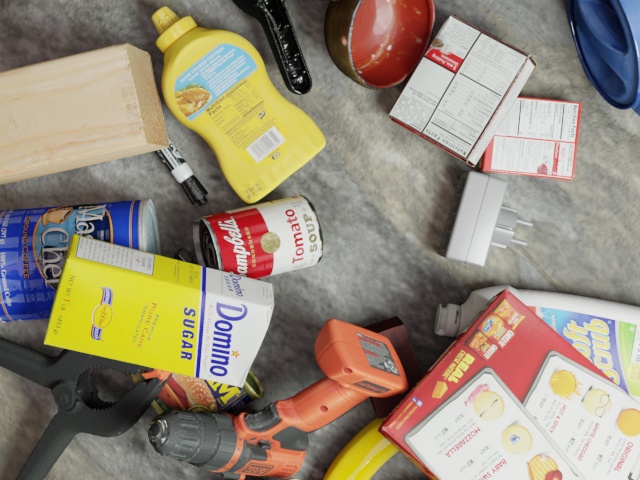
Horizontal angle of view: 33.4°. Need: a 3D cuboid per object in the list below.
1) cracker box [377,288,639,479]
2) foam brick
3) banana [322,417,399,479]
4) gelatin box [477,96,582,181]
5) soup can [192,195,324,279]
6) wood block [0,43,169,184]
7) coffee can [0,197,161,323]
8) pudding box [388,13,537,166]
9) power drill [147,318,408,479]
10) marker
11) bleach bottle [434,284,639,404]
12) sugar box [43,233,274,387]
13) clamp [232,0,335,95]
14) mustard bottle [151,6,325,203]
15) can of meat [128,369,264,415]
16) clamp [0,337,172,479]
[{"bbox_3d":[0.181,0.174,0.916,0.214,0.072,0.164,42,81,7],"label":"cracker box"},{"bbox_3d":[0.064,0.118,0.998,0.053,0.051,0.078,-18,94,-2],"label":"foam brick"},{"bbox_3d":[0.059,0.205,1.003,0.198,0.037,0.070,-34,78,-3],"label":"banana"},{"bbox_3d":[0.196,-0.096,1.001,0.089,0.030,0.073,5,91,-2],"label":"gelatin box"},{"bbox_3d":[-0.056,0.001,0.966,0.102,0.069,0.068,-13,94,-22],"label":"soup can"},{"bbox_3d":[-0.250,-0.105,0.945,0.206,0.091,0.090,-12,93,6],"label":"wood block"},{"bbox_3d":[-0.218,0.018,0.958,0.140,0.103,0.103,-4,93,-2],"label":"coffee can"},{"bbox_3d":[0.129,-0.138,0.975,0.090,0.039,0.113,33,98,19],"label":"pudding box"},{"bbox_3d":[-0.032,0.141,0.921,0.188,0.184,0.057,-36,57,23],"label":"power drill"},{"bbox_3d":[-0.143,-0.084,0.997,0.020,0.020,0.121,-35,93,0],"label":"marker"},{"bbox_3d":[0.231,0.102,0.998,0.251,0.068,0.102,9,91,0],"label":"bleach bottle"},{"bbox_3d":[-0.135,0.062,0.902,0.176,0.048,0.093,15,121,-12],"label":"sugar box"},{"bbox_3d":[-0.039,-0.227,0.944,0.039,0.120,0.171,-21,69,-41],"label":"clamp"},{"bbox_3d":[-0.088,-0.134,0.976,0.096,0.058,0.191,-39,94,-1],"label":"mustard bottle"},{"bbox_3d":[-0.116,0.128,0.991,0.084,0.057,0.102,-37,93,3],"label":"can of meat"},{"bbox_3d":[-0.225,0.149,0.971,0.210,0.036,0.164,-9,97,21],"label":"clamp"}]
